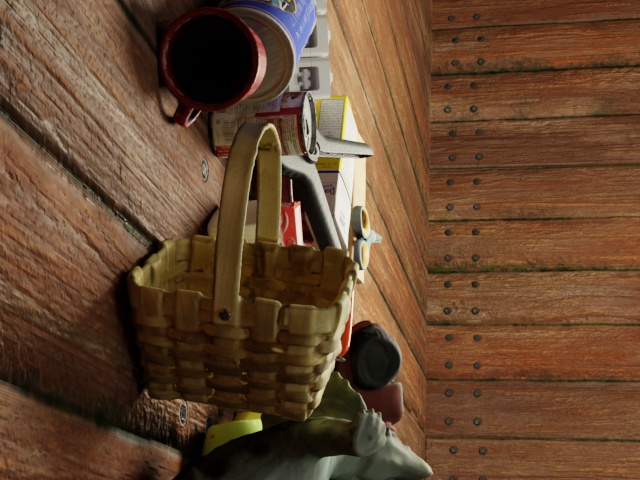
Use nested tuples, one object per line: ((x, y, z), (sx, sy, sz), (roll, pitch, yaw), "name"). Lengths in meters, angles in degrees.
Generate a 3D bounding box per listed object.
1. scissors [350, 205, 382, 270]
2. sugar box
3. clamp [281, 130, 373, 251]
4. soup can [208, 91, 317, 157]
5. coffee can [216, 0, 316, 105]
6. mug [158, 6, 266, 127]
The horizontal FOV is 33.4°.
((0.067, 0.011, 1.495), (0.201, 0.016, 0.096), (55, 37, -68), "scissors")
((0.014, -0.086, 1.356), (0.093, 0.048, 0.176), (68, 27, -60), "sugar box")
((-0.020, -0.090, 1.224), (0.209, 0.036, 0.164), (37, 54, -38), "clamp")
((-0.060, -0.122, 1.128), (0.068, 0.102, 0.068), (-1, 90, -78), "soup can")
((-0.065, -0.216, 1.112), (0.140, 0.103, 0.103), (-73, 159, -56), "coffee can")
((-0.101, -0.158, 0.998), (0.117, 0.093, 0.081), (-61, 178, 11), "mug")
